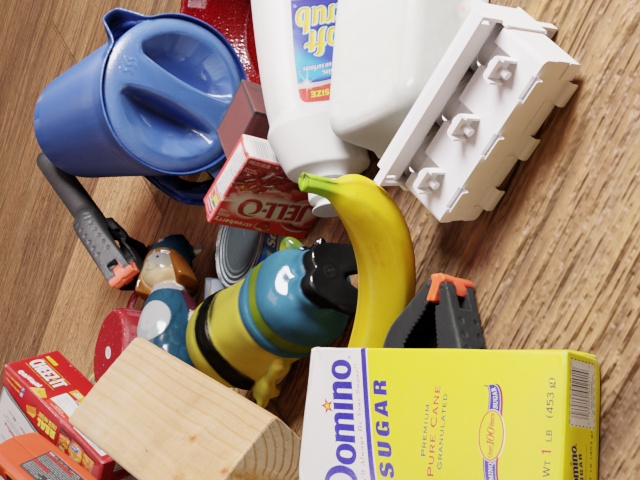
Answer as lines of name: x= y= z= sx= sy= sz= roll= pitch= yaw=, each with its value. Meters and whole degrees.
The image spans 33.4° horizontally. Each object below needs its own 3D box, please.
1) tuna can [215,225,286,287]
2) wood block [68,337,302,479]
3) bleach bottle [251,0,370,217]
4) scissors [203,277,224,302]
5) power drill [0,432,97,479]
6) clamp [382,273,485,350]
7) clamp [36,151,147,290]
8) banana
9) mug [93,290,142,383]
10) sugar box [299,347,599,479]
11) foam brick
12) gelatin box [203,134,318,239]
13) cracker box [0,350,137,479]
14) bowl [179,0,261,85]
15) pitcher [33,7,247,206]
tuna can: x=-0.056 y=0.001 z=0.912 sx=0.086 sy=0.033 sz=0.086 roll=-31 pitch=53 yaw=52
wood block: x=-0.091 y=0.156 z=0.800 sx=0.090 sy=0.090 sz=0.206 roll=-51 pitch=35 yaw=-15
bleach bottle: x=0.002 y=-0.138 z=0.821 sx=0.068 sy=0.102 sz=0.251 roll=-38 pitch=53 yaw=55
scissors: x=-0.095 y=0.122 z=0.929 sx=0.096 sy=0.016 sz=0.202 roll=114 pitch=157 yaw=-64
power drill: x=-0.267 y=0.272 z=0.972 sx=0.185 sy=0.057 sz=0.188 roll=28 pitch=120 yaw=29
clamp: x=0.055 y=0.106 z=0.669 sx=0.120 sy=0.039 sz=0.171 roll=1 pitch=76 yaw=46
clamp: x=-0.219 y=-0.011 z=1.058 sx=0.036 sy=0.164 sz=0.210 roll=-41 pitch=23 yaw=-1
banana: x=0.030 y=0.033 z=0.696 sx=0.037 sy=0.069 sz=0.198 roll=-112 pitch=11 yaw=-59
mug: x=-0.161 y=0.097 z=1.007 sx=0.093 sy=0.081 sz=0.117 roll=-4 pitch=75 yaw=60
sugar box: x=0.067 y=0.107 z=0.597 sx=0.177 sy=0.048 sz=0.093 roll=-5 pitch=75 yaw=39
foam brick: x=-0.036 y=-0.088 z=0.868 sx=0.051 sy=0.078 sz=0.053 roll=-61 pitch=31 yaw=28
gelatin box: x=-0.036 y=-0.039 z=0.837 sx=0.073 sy=0.089 sz=0.030 roll=-54 pitch=38 yaw=36
cracker box: x=-0.252 y=0.241 z=1.040 sx=0.164 sy=0.071 sz=0.214 roll=34 pitch=120 yaw=33
bowl: x=-0.067 y=-0.187 z=0.959 sx=0.162 sy=0.055 sz=0.162 roll=13 pitch=106 yaw=54
pitcher: x=-0.170 y=-0.109 z=0.972 sx=0.243 sy=0.144 sz=0.149 roll=-2 pitch=83 yaw=59
